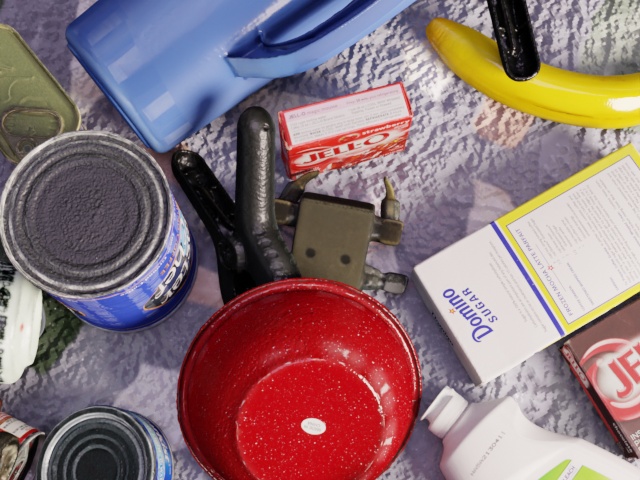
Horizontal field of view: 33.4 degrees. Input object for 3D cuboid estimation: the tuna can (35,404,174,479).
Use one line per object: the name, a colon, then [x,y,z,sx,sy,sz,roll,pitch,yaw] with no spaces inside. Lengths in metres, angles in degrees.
tuna can: [-0.141,0.151,0.697,0.086,0.033,0.086,-4,73,13]

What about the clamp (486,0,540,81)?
clamp: [0.116,-0.235,0.736,0.036,0.164,0.210,-10,50,-2]

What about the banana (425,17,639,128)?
banana: [0.171,-0.116,0.769,0.198,0.037,0.069,9,58,1]

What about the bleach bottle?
bleach bottle: [0.178,0.175,0.686,0.251,0.068,0.102,37,79,10]

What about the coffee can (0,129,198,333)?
coffee can: [-0.137,-0.001,0.687,0.103,0.140,0.103,0,77,0]

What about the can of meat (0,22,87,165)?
can of meat: [-0.202,-0.087,0.736,0.057,0.084,0.102,-39,80,-9]

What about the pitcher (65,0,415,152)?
pitcher: [-0.045,-0.166,0.729,0.243,0.149,0.145,-38,94,-5]

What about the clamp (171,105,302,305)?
clamp: [-0.055,0.001,0.723,0.039,0.120,0.171,-11,94,-29]

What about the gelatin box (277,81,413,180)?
gelatin box: [0.016,-0.074,0.738,0.089,0.073,0.030,-15,77,-4]

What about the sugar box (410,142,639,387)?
sugar box: [0.159,0.017,0.732,0.176,0.048,0.093,-29,79,-3]

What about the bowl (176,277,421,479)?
bowl: [-0.010,0.108,0.670,0.162,0.055,0.162,-2,105,-7]
